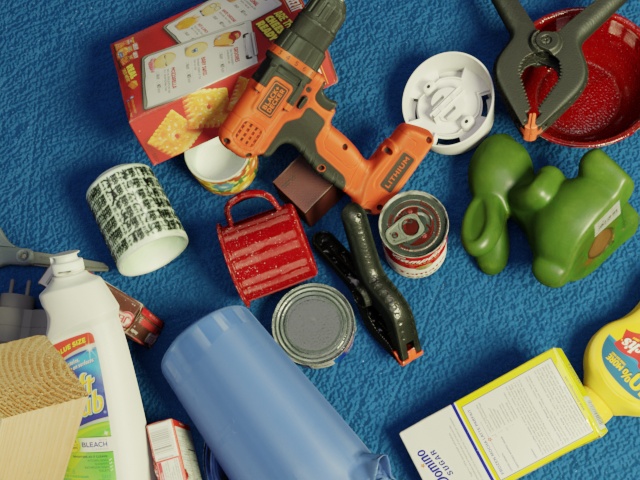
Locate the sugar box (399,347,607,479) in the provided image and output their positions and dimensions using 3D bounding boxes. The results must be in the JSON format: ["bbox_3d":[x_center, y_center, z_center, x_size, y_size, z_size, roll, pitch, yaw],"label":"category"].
[{"bbox_3d":[0.174,0.185,1.027,0.176,0.048,0.093,-32,72,19],"label":"sugar box"}]

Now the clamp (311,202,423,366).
[{"bbox_3d":[0.046,0.047,1.089,0.039,0.120,0.171,-24,92,-16],"label":"clamp"}]

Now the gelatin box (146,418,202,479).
[{"bbox_3d":[-0.143,0.227,1.066,0.030,0.073,0.089,-17,74,3],"label":"gelatin box"}]

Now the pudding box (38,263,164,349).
[{"bbox_3d":[-0.226,0.066,1.111,0.113,0.090,0.039,30,78,15],"label":"pudding box"}]

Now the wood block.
[{"bbox_3d":[-0.302,0.202,1.018,0.090,0.090,0.206,44,128,31],"label":"wood block"}]

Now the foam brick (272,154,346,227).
[{"bbox_3d":[-0.004,-0.064,1.136,0.078,0.051,0.053,-44,73,-6],"label":"foam brick"}]

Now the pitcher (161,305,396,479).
[{"bbox_3d":[-0.055,0.191,1.044,0.149,0.145,0.243,-34,70,-15],"label":"pitcher"}]

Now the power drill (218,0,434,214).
[{"bbox_3d":[0.018,-0.128,1.058,0.187,0.057,0.184,33,98,-17],"label":"power drill"}]

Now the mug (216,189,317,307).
[{"bbox_3d":[-0.057,0.001,1.096,0.081,0.093,0.117,-20,108,2],"label":"mug"}]

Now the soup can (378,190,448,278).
[{"bbox_3d":[0.095,-0.004,1.080,0.068,0.102,0.068,-1,76,6],"label":"soup can"}]

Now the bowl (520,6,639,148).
[{"bbox_3d":[0.273,-0.161,1.121,0.162,0.055,0.162,-2,71,7],"label":"bowl"}]

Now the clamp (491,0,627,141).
[{"bbox_3d":[0.239,-0.199,1.088,0.164,0.036,0.210,2,67,10],"label":"clamp"}]

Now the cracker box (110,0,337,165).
[{"bbox_3d":[-0.107,-0.188,1.141,0.213,0.072,0.164,-24,42,0],"label":"cracker box"}]

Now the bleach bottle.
[{"bbox_3d":[-0.231,0.134,1.046,0.103,0.068,0.251,-6,101,22],"label":"bleach bottle"}]

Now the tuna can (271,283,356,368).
[{"bbox_3d":[-0.006,0.089,1.104,0.086,0.033,0.086,-2,75,7],"label":"tuna can"}]

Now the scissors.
[{"bbox_3d":[-0.334,0.001,1.181,0.202,0.016,0.096,-8,74,5],"label":"scissors"}]
